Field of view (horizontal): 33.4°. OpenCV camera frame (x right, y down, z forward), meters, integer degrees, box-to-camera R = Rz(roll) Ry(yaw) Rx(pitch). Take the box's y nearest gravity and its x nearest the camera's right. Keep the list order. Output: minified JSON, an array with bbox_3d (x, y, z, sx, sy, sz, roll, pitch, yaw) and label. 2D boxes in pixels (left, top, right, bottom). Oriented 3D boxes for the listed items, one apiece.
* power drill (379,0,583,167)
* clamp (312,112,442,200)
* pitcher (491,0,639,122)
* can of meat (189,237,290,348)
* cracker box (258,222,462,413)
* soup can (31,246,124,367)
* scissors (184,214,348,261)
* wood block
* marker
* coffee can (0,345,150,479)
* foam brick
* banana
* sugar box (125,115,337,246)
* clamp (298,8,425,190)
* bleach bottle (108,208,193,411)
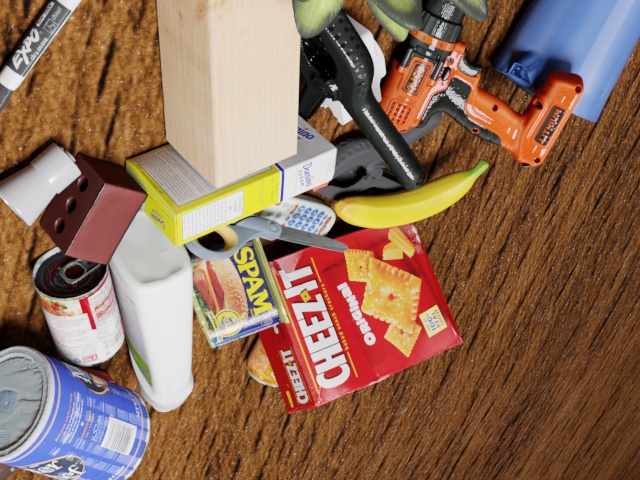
[{"bbox_3d":[0.168,-0.170,1.088,0.187,0.057,0.185,23,116,-7],"label":"power drill"},{"bbox_3d":[0.058,-0.091,1.150,0.171,0.039,0.120,-12,135,-43],"label":"clamp"},{"bbox_3d":[0.306,-0.261,1.169,0.145,0.149,0.243,25,107,-11],"label":"pitcher"},{"bbox_3d":[-0.087,0.049,1.075,0.084,0.102,0.057,-20,176,-2],"label":"can of meat"},{"bbox_3d":[0.037,0.077,1.184,0.213,0.164,0.072,-18,175,-34],"label":"cracker box"},{"bbox_3d":[-0.222,0.061,0.987,0.068,0.069,0.102,-29,142,-23],"label":"soup can"},{"bbox_3d":[-0.057,0.001,1.035,0.201,0.096,0.016,26,135,-23],"label":"scissors"},{"bbox_3d":[-0.077,-0.161,0.897,0.090,0.090,0.206,-26,140,-27],"label":"wood block"},{"bbox_3d":[-0.224,-0.146,0.821,0.121,0.020,0.020,-52,145,9],"label":"marker"},{"bbox_3d":[-0.239,0.165,0.980,0.103,0.103,0.140,-49,142,4],"label":"coffee can"},{"bbox_3d":[-0.199,-0.027,0.936,0.051,0.053,0.078,13,114,-51],"label":"foam brick"},{"bbox_3d":[0.094,-0.047,1.185,0.197,0.037,0.070,-19,142,-26],"label":"banana"},{"bbox_3d":[-0.081,-0.065,0.985,0.175,0.093,0.048,-22,139,-29],"label":"sugar box"},{"bbox_3d":[0.022,-0.137,0.947,0.036,0.165,0.210,-45,151,-19],"label":"clamp"},{"bbox_3d":[-0.165,0.087,1.062,0.068,0.103,0.251,-21,145,-21],"label":"bleach bottle"}]
